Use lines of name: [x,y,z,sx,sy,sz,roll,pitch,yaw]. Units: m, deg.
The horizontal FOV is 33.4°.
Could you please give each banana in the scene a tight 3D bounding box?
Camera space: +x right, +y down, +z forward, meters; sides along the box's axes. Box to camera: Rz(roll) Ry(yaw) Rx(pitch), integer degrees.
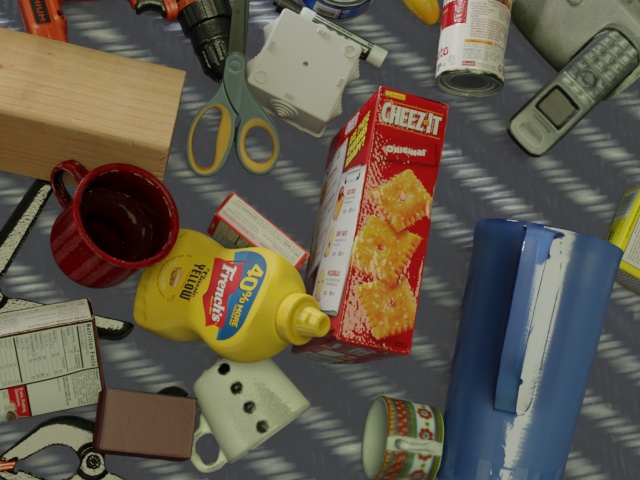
banana: [0.083,-0.310,1.059,0.069,0.037,0.198,1,79,-10]

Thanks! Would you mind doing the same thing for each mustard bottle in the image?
mustard bottle: [-0.069,0.051,0.890,0.058,0.192,0.096,40,69,-47]

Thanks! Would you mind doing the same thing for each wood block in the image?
wood block: [-0.229,-0.110,0.923,0.206,0.091,0.090,12,56,-8]

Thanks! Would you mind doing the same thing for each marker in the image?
marker: [0.008,-0.204,1.034,0.121,0.020,0.020,28,75,-4]

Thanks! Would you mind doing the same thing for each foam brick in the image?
foam brick: [-0.146,0.153,0.885,0.078,0.053,0.051,10,73,-16]

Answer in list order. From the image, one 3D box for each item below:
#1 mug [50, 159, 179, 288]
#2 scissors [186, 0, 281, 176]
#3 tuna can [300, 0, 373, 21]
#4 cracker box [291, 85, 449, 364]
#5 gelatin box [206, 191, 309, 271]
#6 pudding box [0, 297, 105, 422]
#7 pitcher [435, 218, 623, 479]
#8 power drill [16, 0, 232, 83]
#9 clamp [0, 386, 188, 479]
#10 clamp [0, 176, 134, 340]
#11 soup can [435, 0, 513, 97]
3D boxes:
mug: [-0.186,-0.017,0.904,0.117,0.082,0.093,49,52,-7]
scissors: [-0.060,-0.144,0.960,0.096,0.016,0.202,22,107,-4]
tuna can: [0.018,-0.260,1.039,0.086,0.034,0.086,2,79,-10]
cracker box: [0.042,-0.004,0.926,0.072,0.164,0.213,14,77,-12]
gelatin box: [-0.056,0.001,0.953,0.089,0.073,0.030,38,74,-1]
pudding box: [-0.241,0.102,0.891,0.113,0.039,0.090,-11,122,-17]
pitcher: [0.175,0.105,0.936,0.149,0.145,0.243,17,82,-30]
power drill: [-0.178,-0.212,0.982,0.187,0.057,0.184,-17,79,-16]
clamp: [-0.189,0.179,0.913,0.171,0.039,0.120,9,71,-15]
clamp: [-0.285,0.037,0.922,0.209,0.036,0.164,-18,81,-17]
soup can: [0.149,-0.198,1.034,0.068,0.068,0.102,9,78,-9]
